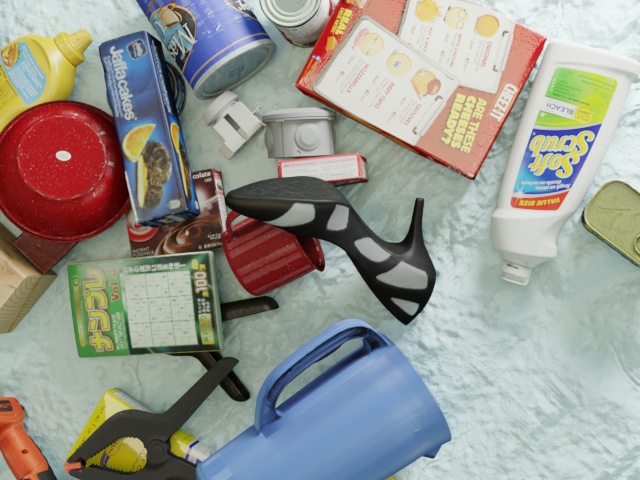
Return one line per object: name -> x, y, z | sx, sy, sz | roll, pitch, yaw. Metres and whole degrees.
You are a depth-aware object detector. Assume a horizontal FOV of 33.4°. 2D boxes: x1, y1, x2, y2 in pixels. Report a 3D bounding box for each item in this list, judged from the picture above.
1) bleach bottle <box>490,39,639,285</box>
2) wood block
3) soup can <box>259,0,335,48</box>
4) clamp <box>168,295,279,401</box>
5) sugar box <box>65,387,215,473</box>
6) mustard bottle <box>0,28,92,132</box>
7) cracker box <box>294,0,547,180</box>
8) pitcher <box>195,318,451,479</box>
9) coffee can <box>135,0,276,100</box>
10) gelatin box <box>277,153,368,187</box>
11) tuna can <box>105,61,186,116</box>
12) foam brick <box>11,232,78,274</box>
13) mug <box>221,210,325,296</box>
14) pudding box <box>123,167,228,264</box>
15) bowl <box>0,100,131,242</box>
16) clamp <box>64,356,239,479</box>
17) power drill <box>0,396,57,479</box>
bleach bottle -> 0.246, -0.074, 1.109 | 0.102, 0.068, 0.251 | 17, 94, 10
wood block -> -0.413, 0.005, 1.204 | 0.206, 0.090, 0.091 | 41, 95, 7
soup can -> -0.023, -0.249, 1.136 | 0.068, 0.102, 0.068 | 0, 89, 10
clamp -> -0.130, 0.089, 1.180 | 0.171, 0.039, 0.120 | 28, 92, 9
sugar box -> -0.183, 0.249, 1.182 | 0.176, 0.048, 0.093 | 31, 93, 10
mustard bottle -> -0.338, -0.176, 1.209 | 0.192, 0.058, 0.096 | -36, 70, 7
cracker box -> 0.105, -0.183, 1.130 | 0.214, 0.072, 0.164 | 28, 94, 8
pitcher -> -0.004, 0.200, 1.074 | 0.242, 0.145, 0.149 | -32, 69, -10
coffee can -> -0.127, -0.238, 1.153 | 0.103, 0.102, 0.140 | -34, 84, 7
gelatin box -> 0.003, -0.072, 1.143 | 0.089, 0.073, 0.030 | -6, 89, 9
tuna can -> -0.196, -0.166, 1.198 | 0.086, 0.033, 0.086 | 0, 89, 9
foam brick -> -0.296, -0.010, 1.196 | 0.078, 0.053, 0.051 | -42, 98, 8
mug -> -0.057, 0.001, 1.136 | 0.081, 0.117, 0.093 | -26, 45, 13
pudding box -> -0.160, -0.026, 1.187 | 0.113, 0.039, 0.090 | -11, 87, 9
bowl -> -0.275, -0.081, 1.142 | 0.162, 0.055, 0.162 | 2, 78, -10
clamp -> -0.168, 0.212, 1.141 | 0.210, 0.036, 0.164 | -4, 84, 2
power drill -> -0.328, 0.255, 1.147 | 0.057, 0.184, 0.188 | -42, 73, 6
